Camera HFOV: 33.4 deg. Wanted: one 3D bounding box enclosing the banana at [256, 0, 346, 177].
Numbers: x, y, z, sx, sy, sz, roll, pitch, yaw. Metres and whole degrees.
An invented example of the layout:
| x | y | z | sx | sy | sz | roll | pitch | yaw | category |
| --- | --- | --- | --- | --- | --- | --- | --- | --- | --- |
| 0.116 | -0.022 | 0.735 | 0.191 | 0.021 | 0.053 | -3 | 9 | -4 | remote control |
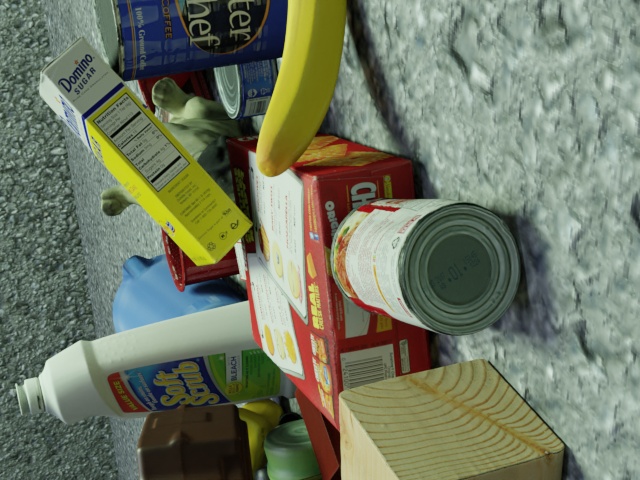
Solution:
| x | y | z | sx | sy | sz | roll | pitch | yaw | category |
| --- | --- | --- | --- | --- | --- | --- | --- | --- | --- |
| -0.013 | -0.132 | 0.668 | 0.037 | 0.069 | 0.198 | -5 | 80 | 42 | banana |

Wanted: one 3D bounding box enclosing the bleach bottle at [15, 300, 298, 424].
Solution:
| x | y | z | sx | sy | sz | roll | pitch | yaw | category |
| --- | --- | --- | --- | --- | --- | --- | --- | --- | --- |
| -0.141 | 0.119 | 0.955 | 0.068 | 0.250 | 0.103 | -120 | 24 | -46 | bleach bottle |

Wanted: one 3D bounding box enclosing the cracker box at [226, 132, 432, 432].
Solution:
| x | y | z | sx | sy | sz | roll | pitch | yaw | category |
| --- | --- | --- | --- | --- | --- | --- | --- | --- | --- |
| 0.001 | 0.015 | 0.735 | 0.214 | 0.072 | 0.164 | -148 | 50 | -69 | cracker box |

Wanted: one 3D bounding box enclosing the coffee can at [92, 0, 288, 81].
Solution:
| x | y | z | sx | sy | sz | roll | pitch | yaw | category |
| --- | --- | --- | --- | --- | --- | --- | --- | --- | --- |
| -0.090 | -0.176 | 0.782 | 0.103 | 0.140 | 0.103 | 168 | 90 | -73 | coffee can |

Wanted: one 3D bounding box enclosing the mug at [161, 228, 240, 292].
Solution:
| x | y | z | sx | sy | sz | roll | pitch | yaw | category |
| --- | --- | --- | --- | --- | --- | --- | --- | --- | --- |
| -0.112 | 0.002 | 1.072 | 0.117 | 0.081 | 0.093 | 119 | 137 | -65 | mug |

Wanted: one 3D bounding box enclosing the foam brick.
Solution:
| x | y | z | sx | sy | sz | roll | pitch | yaw | category |
| --- | --- | --- | --- | --- | --- | --- | --- | --- | --- |
| 0.020 | 0.132 | 0.787 | 0.053 | 0.051 | 0.078 | 112 | 142 | -60 | foam brick |

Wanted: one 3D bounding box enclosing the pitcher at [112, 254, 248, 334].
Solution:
| x | y | z | sx | sy | sz | roll | pitch | yaw | category |
| --- | --- | --- | --- | --- | --- | --- | --- | --- | --- |
| -0.127 | 0.103 | 1.143 | 0.243 | 0.149 | 0.145 | -160 | 77 | -67 | pitcher |

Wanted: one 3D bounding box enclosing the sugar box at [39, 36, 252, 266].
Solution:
| x | y | z | sx | sy | sz | roll | pitch | yaw | category |
| --- | --- | --- | --- | --- | --- | --- | --- | --- | --- |
| -0.128 | -0.059 | 0.768 | 0.176 | 0.048 | 0.093 | 45 | 167 | -8 | sugar box |

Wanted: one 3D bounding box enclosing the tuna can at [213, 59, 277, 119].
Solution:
| x | y | z | sx | sy | sz | roll | pitch | yaw | category |
| --- | --- | --- | --- | --- | --- | --- | --- | --- | --- |
| -0.065 | -0.147 | 0.905 | 0.086 | 0.033 | 0.086 | 168 | 90 | -73 | tuna can |

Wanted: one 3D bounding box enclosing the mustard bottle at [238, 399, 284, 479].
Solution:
| x | y | z | sx | sy | sz | roll | pitch | yaw | category |
| --- | --- | --- | --- | --- | --- | --- | --- | --- | --- |
| -0.072 | 0.202 | 1.050 | 0.191 | 0.058 | 0.096 | 4 | -71 | -82 | mustard bottle |

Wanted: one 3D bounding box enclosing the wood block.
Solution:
| x | y | z | sx | sy | sz | roll | pitch | yaw | category |
| --- | --- | --- | --- | --- | --- | --- | --- | --- | --- |
| 0.069 | 0.182 | 0.596 | 0.091 | 0.090 | 0.206 | -129 | 32 | -57 | wood block |

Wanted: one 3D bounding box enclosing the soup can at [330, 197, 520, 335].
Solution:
| x | y | z | sx | sy | sz | roll | pitch | yaw | category |
| --- | --- | --- | --- | --- | --- | --- | --- | --- | --- |
| 0.054 | 0.012 | 0.570 | 0.102 | 0.068 | 0.068 | -171 | 70 | -71 | soup can |
